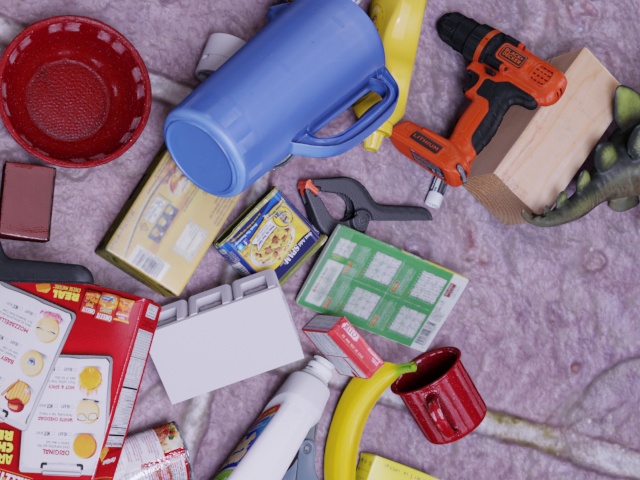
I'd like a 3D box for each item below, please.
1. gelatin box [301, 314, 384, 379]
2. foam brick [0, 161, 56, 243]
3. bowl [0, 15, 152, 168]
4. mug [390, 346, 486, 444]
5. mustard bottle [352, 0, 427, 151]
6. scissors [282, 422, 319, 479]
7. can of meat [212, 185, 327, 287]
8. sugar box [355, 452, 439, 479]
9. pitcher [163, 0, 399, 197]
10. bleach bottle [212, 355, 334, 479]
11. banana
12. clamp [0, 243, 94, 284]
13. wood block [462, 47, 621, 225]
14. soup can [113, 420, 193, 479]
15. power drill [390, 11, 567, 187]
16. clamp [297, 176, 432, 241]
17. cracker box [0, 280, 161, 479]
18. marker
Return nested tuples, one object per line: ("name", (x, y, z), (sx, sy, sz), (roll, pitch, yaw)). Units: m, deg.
("gelatin box", (0.025, 0.119, 1.205), (0.030, 0.089, 0.073), (-44, 102, -18))
("foam brick", (-0.306, -0.038, 1.108), (0.051, 0.053, 0.078), (6, 84, -21))
("bowl", (-0.263, -0.153, 1.130), (0.161, 0.055, 0.162), (1, 86, -21))
("mug", (0.141, 0.187, 1.236), (0.093, 0.117, 0.081), (-29, 104, 11))
("mustard bottle", (0.076, -0.197, 1.241), (0.058, 0.096, 0.191), (13, 82, -20))
("scissors", (-0.033, 0.246, 1.211), (0.096, 0.016, 0.202), (-8, 72, 2))
("can of meat", (-0.058, 0.002, 1.199), (0.084, 0.058, 0.102), (47, 73, -11))
("sugar box", (0.064, 0.342, 1.230), (0.093, 0.048, 0.176), (23, 78, -19))
("pitcher", (-0.041, -0.147, 1.122), (0.242, 0.149, 0.145), (-45, 120, -33))
("bleach bottle", (-0.063, 0.236, 1.170), (0.068, 0.103, 0.250), (37, 68, -8))
("banana", (0.041, 0.216, 1.219), (0.037, 0.070, 0.198), (22, 91, -42))
("clamp", (-0.327, 0.034, 1.046), (0.164, 0.036, 0.210), (-44, 70, 3))
("wood block", (0.275, -0.126, 1.316), (0.090, 0.091, 0.206), (42, 73, -15))
("soup can", (-0.193, 0.238, 1.126), (0.102, 0.069, 0.068), (-15, 92, -21))
("power drill", (0.169, -0.171, 1.268), (0.185, 0.057, 0.187), (38, 85, 28))
("clamp", (0.043, -0.012, 1.249), (0.171, 0.039, 0.120), (24, 76, -18))
("cracker box", (-0.268, 0.144, 1.068), (0.164, 0.072, 0.213), (13, 82, 12))
("marker", (0.157, -0.097, 1.307), (0.020, 0.020, 0.121), (26, 78, -18))
